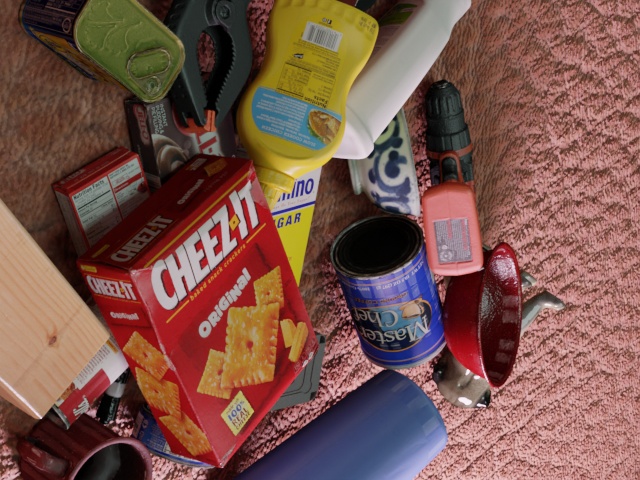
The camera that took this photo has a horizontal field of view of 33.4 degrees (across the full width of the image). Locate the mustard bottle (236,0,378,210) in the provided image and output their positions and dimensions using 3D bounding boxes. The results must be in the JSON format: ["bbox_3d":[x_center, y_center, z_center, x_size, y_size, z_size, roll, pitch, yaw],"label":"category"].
[{"bbox_3d":[-0.021,-0.119,0.944,0.096,0.058,0.191,19,86,-10],"label":"mustard bottle"}]

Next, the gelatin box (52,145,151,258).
[{"bbox_3d":[-0.179,-0.025,0.907,0.073,0.030,0.089,-36,129,-31],"label":"gelatin box"}]

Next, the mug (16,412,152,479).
[{"bbox_3d":[-0.214,0.195,0.922,0.117,0.082,0.093,32,82,-49],"label":"mug"}]

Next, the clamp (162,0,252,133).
[{"bbox_3d":[-0.086,-0.195,0.906,0.164,0.036,0.210,-2,93,-48],"label":"clamp"}]

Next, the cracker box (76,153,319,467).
[{"bbox_3d":[-0.093,0.059,0.913,0.164,0.072,0.213,-47,132,-38],"label":"cracker box"}]

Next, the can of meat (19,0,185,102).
[{"bbox_3d":[-0.169,-0.157,0.821,0.102,0.084,0.057,38,77,-48],"label":"can of meat"}]

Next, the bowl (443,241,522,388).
[{"bbox_3d":[0.177,0.081,1.187,0.161,0.055,0.162,-9,100,-64],"label":"bowl"}]

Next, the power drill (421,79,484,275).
[{"bbox_3d":[0.141,-0.062,1.150,0.187,0.057,0.184,-74,154,-61],"label":"power drill"}]

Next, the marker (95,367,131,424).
[{"bbox_3d":[-0.179,0.110,0.973,0.020,0.020,0.121,15,95,-49],"label":"marker"}]

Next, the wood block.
[{"bbox_3d":[-0.251,0.034,0.780,0.090,0.090,0.206,-52,147,-21],"label":"wood block"}]

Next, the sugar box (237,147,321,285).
[{"bbox_3d":[-0.057,0.001,1.039,0.093,0.048,0.176,-1,108,-47],"label":"sugar box"}]

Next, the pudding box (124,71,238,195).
[{"bbox_3d":[-0.119,-0.083,0.941,0.089,0.039,0.113,-29,126,-37],"label":"pudding box"}]

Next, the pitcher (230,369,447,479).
[{"bbox_3d":[0.013,0.250,1.137,0.242,0.149,0.145,-36,122,-20],"label":"pitcher"}]

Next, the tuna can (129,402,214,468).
[{"bbox_3d":[-0.133,0.182,1.002,0.086,0.086,0.034,20,90,-49],"label":"tuna can"}]

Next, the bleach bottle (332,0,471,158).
[{"bbox_3d":[0.078,-0.189,1.060,0.250,0.103,0.068,-49,121,-20],"label":"bleach bottle"}]

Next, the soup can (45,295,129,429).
[{"bbox_3d":[-0.203,0.100,0.905,0.102,0.069,0.068,-46,135,-24],"label":"soup can"}]

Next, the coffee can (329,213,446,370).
[{"bbox_3d":[0.077,0.057,1.164,0.102,0.103,0.140,-43,133,-27],"label":"coffee can"}]
